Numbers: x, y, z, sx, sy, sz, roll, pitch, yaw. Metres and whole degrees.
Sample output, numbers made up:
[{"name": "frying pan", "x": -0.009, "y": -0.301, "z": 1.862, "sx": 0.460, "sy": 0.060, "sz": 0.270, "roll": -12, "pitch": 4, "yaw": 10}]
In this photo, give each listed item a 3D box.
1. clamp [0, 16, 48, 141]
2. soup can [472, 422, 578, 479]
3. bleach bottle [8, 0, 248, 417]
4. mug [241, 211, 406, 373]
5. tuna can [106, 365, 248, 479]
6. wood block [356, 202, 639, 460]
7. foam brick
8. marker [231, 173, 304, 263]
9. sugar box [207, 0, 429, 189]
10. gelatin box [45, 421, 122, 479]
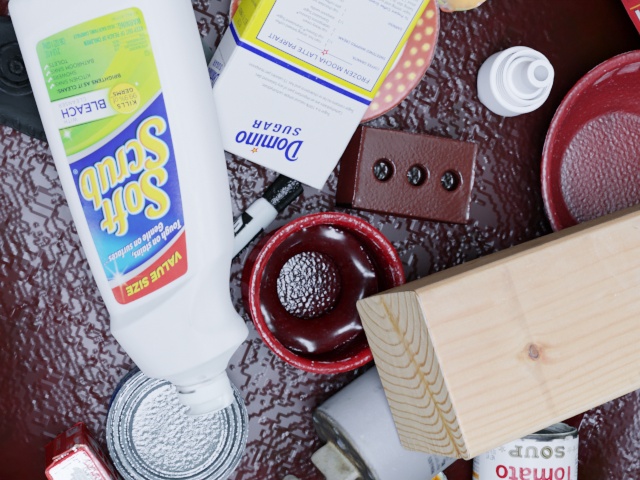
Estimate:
[{"name": "clamp", "x": -0.186, "y": -0.090, "z": 0.628, "sx": 0.171, "sy": 0.039, "sz": 0.120, "roll": 12, "pitch": 91, "yaw": -13}, {"name": "soup can", "x": 0.131, "y": 0.170, "z": 0.689, "sx": 0.068, "sy": 0.068, "sz": 0.102, "roll": 2, "pitch": 90, "yaw": -13}, {"name": "bleach bottle", "x": -0.089, "y": -0.024, "z": 0.598, "sx": 0.103, "sy": 0.068, "sz": 0.251, "roll": -13, "pitch": 99, "yaw": 15}, {"name": "mug", "x": 0.008, "y": 0.032, "z": 0.651, "sx": 0.117, "sy": 0.081, "sz": 0.093, "roll": 15, "pitch": 88, "yaw": -12}, {"name": "tuna can", "x": -0.089, "y": 0.113, "z": 0.656, "sx": 0.086, "sy": 0.034, "sz": 0.086, "roll": 0, "pitch": 91, "yaw": -12}, {"name": "wood block", "x": 0.139, "y": 0.041, "z": 0.596, "sx": 0.205, "sy": 0.090, "sz": 0.091, "roll": -18, "pitch": 89, "yaw": -19}, {"name": "foam brick", "x": 0.054, "y": -0.040, "z": 0.675, "sx": 0.078, "sy": 0.051, "sz": 0.053, "roll": 7, "pitch": 90, "yaw": -13}, {"name": "marker", "x": -0.054, "y": 0.001, "z": 0.669, "sx": 0.121, "sy": 0.020, "sz": 0.020, "roll": -45, "pitch": 100, "yaw": -8}, {"name": "sugar box", "x": 0.000, "y": -0.125, "z": 0.624, "sx": 0.093, "sy": 0.048, "sz": 0.176, "roll": 22, "pitch": 114, "yaw": -24}, {"name": "gelatin box", "x": -0.127, "y": 0.155, "z": 0.629, "sx": 0.030, "sy": 0.073, "sz": 0.089, "roll": -33, "pitch": 97, "yaw": -11}]
